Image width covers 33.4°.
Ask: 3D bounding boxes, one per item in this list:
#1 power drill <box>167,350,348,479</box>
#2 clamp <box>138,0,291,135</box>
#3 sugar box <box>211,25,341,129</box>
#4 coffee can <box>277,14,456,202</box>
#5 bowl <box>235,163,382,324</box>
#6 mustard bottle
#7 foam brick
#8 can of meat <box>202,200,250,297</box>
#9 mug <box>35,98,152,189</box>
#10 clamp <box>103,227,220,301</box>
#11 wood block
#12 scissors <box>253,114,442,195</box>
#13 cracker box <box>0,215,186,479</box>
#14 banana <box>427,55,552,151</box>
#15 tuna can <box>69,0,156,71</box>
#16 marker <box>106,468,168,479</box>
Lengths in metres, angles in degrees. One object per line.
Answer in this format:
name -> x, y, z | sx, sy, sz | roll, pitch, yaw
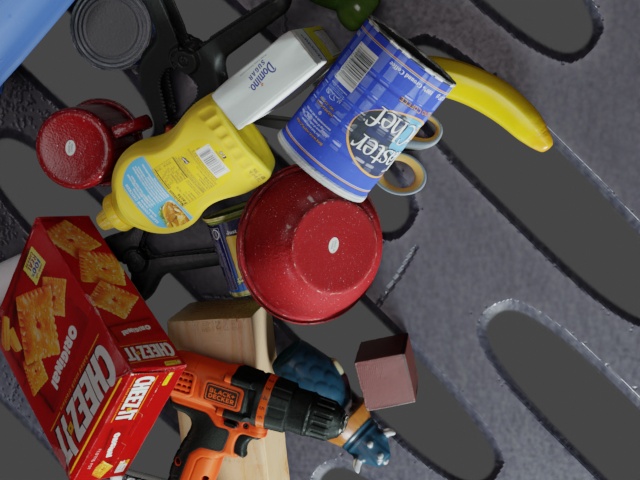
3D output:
power drill -> -0.079, 0.213, 1.031 | 0.184, 0.057, 0.188 | 17, 100, 11
clamp -> -0.116, -0.181, 1.031 | 0.164, 0.036, 0.210 | 18, 127, 9
sugar box -> -0.036, -0.155, 0.990 | 0.093, 0.176, 0.048 | -37, 93, 13
coffee can -> 0.042, -0.121, 0.986 | 0.103, 0.102, 0.140 | 39, 106, 1
bowl -> 0.002, 0.005, 1.033 | 0.161, 0.055, 0.162 | -2, 94, -27
mustard bottle -> -0.145, -0.060, 1.040 | 0.192, 0.058, 0.096 | -29, 112, 24
foam brick -> 0.068, 0.132, 1.075 | 0.051, 0.078, 0.053 | -12, 98, 9
can of meat -> -0.057, 0.001, 1.072 | 0.102, 0.057, 0.084 | -19, 99, -11
mug -> -0.225, -0.100, 1.080 | 0.117, 0.081, 0.093 | -18, 97, 12
clamp -> -0.179, 0.021, 1.117 | 0.120, 0.039, 0.172 | 44, 107, 5
wood block -> -0.093, 0.170, 1.102 | 0.090, 0.090, 0.206 | -4, 100, 10
scissors -> 0.023, -0.089, 1.073 | 0.202, 0.016, 0.096 | -4, 94, 10
cracker box -> -0.238, 0.105, 1.053 | 0.214, 0.071, 0.164 | 52, 126, 32
banana -> 0.133, -0.139, 1.036 | 0.198, 0.037, 0.070 | 13, 103, 10
tuna can -> -0.207, -0.215, 1.081 | 0.086, 0.033, 0.086 | 2, 100, 9
marker -> -0.198, 0.263, 1.172 | 0.121, 0.020, 0.020 | 14, 102, 7
